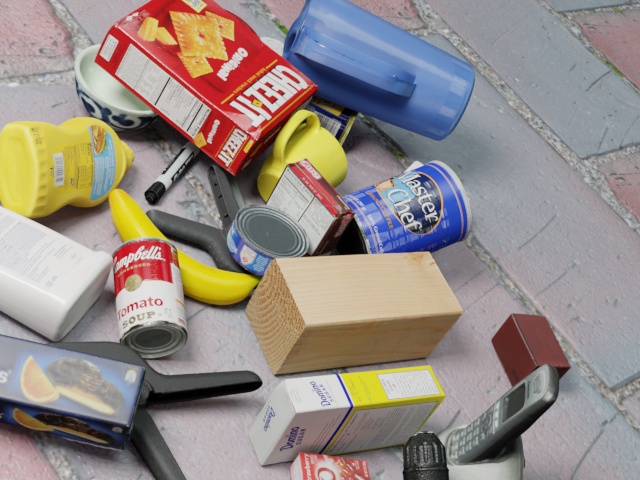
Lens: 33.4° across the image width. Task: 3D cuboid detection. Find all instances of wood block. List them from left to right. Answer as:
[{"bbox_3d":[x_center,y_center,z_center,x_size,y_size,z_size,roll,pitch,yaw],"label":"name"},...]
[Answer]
[{"bbox_3d":[0.037,0.076,1.157,0.205,0.090,0.091,-2,49,-34],"label":"wood block"}]

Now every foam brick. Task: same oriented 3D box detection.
[{"bbox_3d":[0.246,0.132,1.257,0.051,0.053,0.078,4,47,-28],"label":"foam brick"}]

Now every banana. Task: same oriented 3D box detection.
[{"bbox_3d":[-0.152,0.017,1.140,0.198,0.037,0.069,30,49,-2],"label":"banana"}]

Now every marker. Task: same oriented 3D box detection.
[{"bbox_3d":[-0.174,-0.079,1.247,0.020,0.020,0.121,30,39,0],"label":"marker"}]

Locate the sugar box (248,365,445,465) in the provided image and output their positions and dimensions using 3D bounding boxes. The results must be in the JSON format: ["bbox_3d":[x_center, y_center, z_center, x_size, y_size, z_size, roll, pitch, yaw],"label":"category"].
[{"bbox_3d":[0.026,0.170,1.049,0.175,0.093,0.048,2,47,-31],"label":"sugar box"}]

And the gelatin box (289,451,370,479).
[{"bbox_3d":[0.013,0.247,1.009,0.073,0.030,0.089,12,43,-21],"label":"gelatin box"}]

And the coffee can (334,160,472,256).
[{"bbox_3d":[0.092,-0.023,1.253,0.140,0.103,0.103,-22,59,-20],"label":"coffee can"}]

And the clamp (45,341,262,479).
[{"bbox_3d":[-0.164,0.145,0.998,0.210,0.036,0.164,31,47,4],"label":"clamp"}]

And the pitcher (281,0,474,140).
[{"bbox_3d":[0.071,-0.218,1.366,0.242,0.145,0.149,22,59,-9],"label":"pitcher"}]

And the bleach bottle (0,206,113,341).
[{"bbox_3d":[-0.335,-0.003,1.035,0.251,0.068,0.102,30,39,3],"label":"bleach bottle"}]

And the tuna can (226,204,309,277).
[{"bbox_3d":[-0.058,0.001,1.153,0.086,0.034,0.086,19,36,-15],"label":"tuna can"}]

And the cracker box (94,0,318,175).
[{"bbox_3d":[-0.130,-0.197,1.256,0.214,0.072,0.164,39,41,2],"label":"cracker box"}]

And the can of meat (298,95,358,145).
[{"bbox_3d":[0.008,-0.178,1.435,0.084,0.058,0.102,27,40,-2],"label":"can of meat"}]

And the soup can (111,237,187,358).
[{"bbox_3d":[-0.170,0.057,1.059,0.068,0.069,0.102,7,52,-26],"label":"soup can"}]

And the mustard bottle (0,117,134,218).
[{"bbox_3d":[-0.259,-0.082,1.133,0.058,0.096,0.191,4,10,25],"label":"mustard bottle"}]

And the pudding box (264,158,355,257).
[{"bbox_3d":[-0.021,-0.022,1.206,0.039,0.114,0.090,-17,59,-45],"label":"pudding box"}]

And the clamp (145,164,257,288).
[{"bbox_3d":[-0.099,-0.012,1.201,0.171,0.039,0.120,37,57,1],"label":"clamp"}]
